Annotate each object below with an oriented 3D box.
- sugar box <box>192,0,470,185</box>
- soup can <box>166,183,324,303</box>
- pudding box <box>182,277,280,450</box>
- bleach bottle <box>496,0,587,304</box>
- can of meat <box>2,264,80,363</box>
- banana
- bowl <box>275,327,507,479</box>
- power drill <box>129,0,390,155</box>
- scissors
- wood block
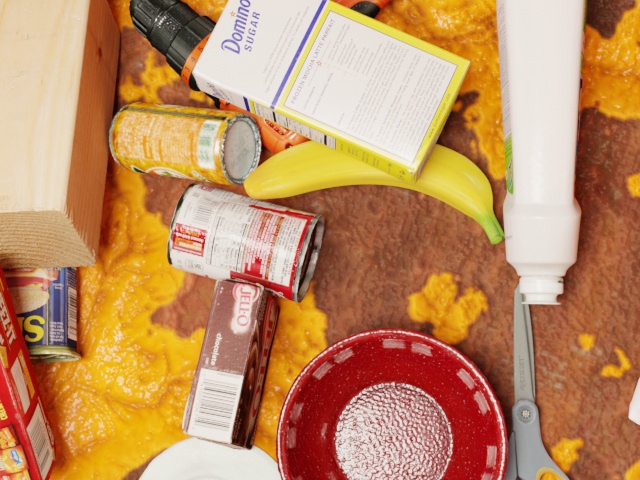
[{"bbox_3d":[0.007,-0.118,0.767,0.176,0.048,0.093,25,81,8],"label":"sugar box"},{"bbox_3d":[-0.055,0.001,0.794,0.102,0.068,0.068,15,82,8],"label":"soup can"},{"bbox_3d":[-0.061,0.090,0.765,0.039,0.090,0.113,11,78,9],"label":"pudding box"},{"bbox_3d":[0.161,-0.079,0.779,0.068,0.102,0.251,0,87,9],"label":"bleach bottle"},{"bbox_3d":[-0.235,0.050,0.811,0.102,0.057,0.084,-4,77,5],"label":"can of meat"},{"bbox_3d":[0.045,-0.048,0.793,0.197,0.037,0.069,10,55,-3],"label":"banana"},{"bbox_3d":[0.051,0.145,0.765,0.162,0.055,0.162,-1,80,6],"label":"bowl"},{"bbox_3d":[-0.032,-0.182,0.829,0.184,0.057,0.187,42,90,7],"label":"power drill"},{"bbox_3d":[0.132,0.139,0.778,0.096,0.016,0.202,-16,79,3],"label":"scissors"},{"bbox_3d":[-0.208,-0.091,0.786,0.090,0.091,0.206,-2,63,4],"label":"wood block"}]
